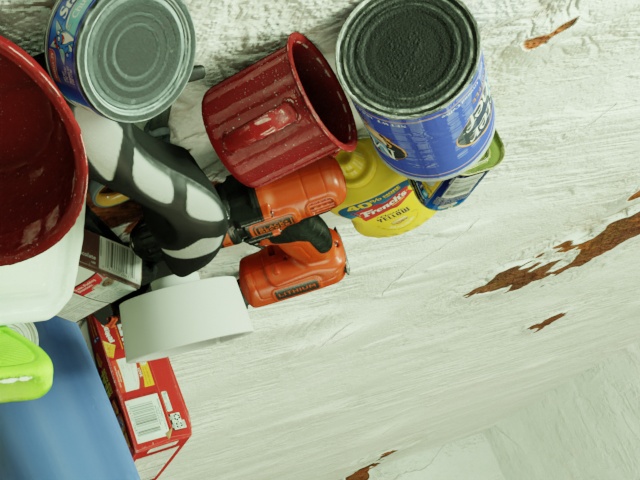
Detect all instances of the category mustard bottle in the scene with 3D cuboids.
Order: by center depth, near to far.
[{"bbox_3d":[0.052,-0.053,1.004,0.096,0.058,0.191,-23,162,14],"label":"mustard bottle"}]

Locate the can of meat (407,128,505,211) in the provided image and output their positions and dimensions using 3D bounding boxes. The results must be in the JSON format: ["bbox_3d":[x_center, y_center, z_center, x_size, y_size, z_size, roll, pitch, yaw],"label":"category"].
[{"bbox_3d":[0.104,-0.085,0.913,0.057,0.102,0.084,-16,162,-19],"label":"can of meat"}]

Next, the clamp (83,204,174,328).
[{"bbox_3d":[-0.175,0.019,0.971,0.164,0.036,0.210,-4,150,-40],"label":"clamp"}]

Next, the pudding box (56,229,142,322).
[{"bbox_3d":[-0.217,0.024,0.877,0.090,0.039,0.113,-26,143,34],"label":"pudding box"}]

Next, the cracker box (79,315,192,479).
[{"bbox_3d":[-0.216,0.177,1.155,0.072,0.164,0.214,-12,158,-28],"label":"cracker box"}]

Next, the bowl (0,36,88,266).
[{"bbox_3d":[-0.205,-0.064,0.610,0.162,0.055,0.162,4,126,5],"label":"bowl"}]

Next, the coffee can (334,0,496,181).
[{"bbox_3d":[0.075,-0.113,0.797,0.103,0.103,0.140,-25,161,6],"label":"coffee can"}]

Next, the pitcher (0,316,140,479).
[{"bbox_3d":[-0.245,0.170,0.980,0.149,0.243,0.145,-17,157,-32],"label":"pitcher"}]

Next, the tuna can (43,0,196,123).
[{"bbox_3d":[-0.114,-0.112,0.618,0.085,0.034,0.086,-23,125,-38],"label":"tuna can"}]

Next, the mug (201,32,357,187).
[{"bbox_3d":[-0.034,-0.085,0.755,0.082,0.093,0.117,-25,-168,20],"label":"mug"}]

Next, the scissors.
[{"bbox_3d":[-0.140,-0.071,0.800,0.096,0.016,0.202,-21,161,-6],"label":"scissors"}]

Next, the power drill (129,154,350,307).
[{"bbox_3d":[-0.056,0.001,0.933,0.184,0.057,0.187,-17,158,4],"label":"power drill"}]
